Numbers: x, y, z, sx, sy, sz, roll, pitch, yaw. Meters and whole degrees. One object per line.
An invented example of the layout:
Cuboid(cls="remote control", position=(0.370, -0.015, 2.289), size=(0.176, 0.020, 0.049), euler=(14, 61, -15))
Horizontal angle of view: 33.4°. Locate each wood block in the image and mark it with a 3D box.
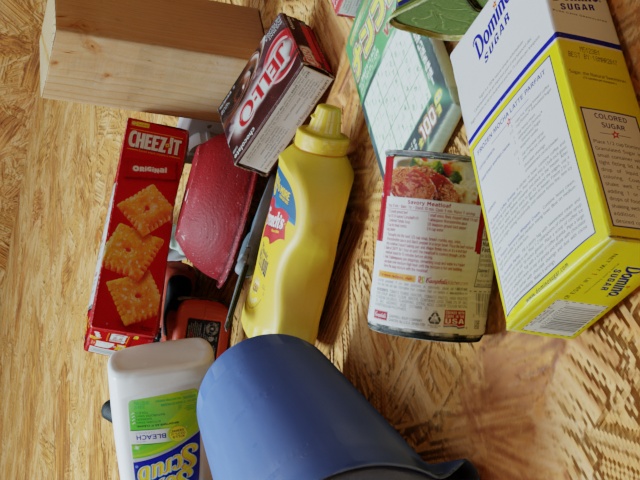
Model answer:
Cuboid(cls="wood block", position=(-0.165, -0.186, 1.053), size=(0.090, 0.205, 0.091), euler=(117, 150, -44))

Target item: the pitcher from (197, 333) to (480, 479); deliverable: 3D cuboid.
Cuboid(cls="pitcher", position=(-0.016, 0.155, 0.678), size=(0.243, 0.149, 0.145), euler=(-136, 55, -68))

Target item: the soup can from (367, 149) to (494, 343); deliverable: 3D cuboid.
Cuboid(cls="soup can", position=(0.065, 0.003, 0.606), size=(0.069, 0.068, 0.102), euler=(-168, 84, -69))

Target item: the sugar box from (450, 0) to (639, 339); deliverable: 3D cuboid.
Cuboid(cls="sugar box", position=(0.114, -0.050, 0.527), size=(0.093, 0.048, 0.176), euler=(125, 148, -52))

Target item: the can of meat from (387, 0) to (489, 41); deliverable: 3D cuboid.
Cuboid(cls="can of meat", position=(0.085, -0.169, 0.617), size=(0.102, 0.057, 0.084), euler=(176, 102, -68))

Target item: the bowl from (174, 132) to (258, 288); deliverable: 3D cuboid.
Cuboid(cls="bowl", position=(-0.100, -0.039, 1.007), size=(0.162, 0.055, 0.162), euler=(-166, 90, -80))

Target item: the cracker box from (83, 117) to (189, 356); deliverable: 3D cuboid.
Cuboid(cls="cracker box", position=(-0.189, 0.005, 1.097), size=(0.164, 0.072, 0.213), euler=(134, 145, -70))

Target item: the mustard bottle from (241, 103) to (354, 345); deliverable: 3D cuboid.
Cuboid(cls="mustard bottle", position=(-0.014, -0.012, 0.824), size=(0.096, 0.058, 0.192), euler=(-118, 39, -66))

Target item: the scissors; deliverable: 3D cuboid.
Cuboid(cls="scissors", position=(-0.056, 0.001, 0.905), size=(0.201, 0.016, 0.096), euler=(-92, 23, -75))

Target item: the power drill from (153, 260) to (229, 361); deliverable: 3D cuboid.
Cuboid(cls="power drill", position=(-0.154, 0.120, 1.145), size=(0.188, 0.057, 0.184), euler=(-168, 84, -69))

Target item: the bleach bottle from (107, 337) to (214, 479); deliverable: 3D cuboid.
Cuboid(cls="bleach bottle", position=(-0.141, 0.223, 1.027), size=(0.068, 0.102, 0.251), euler=(-119, 23, -69))

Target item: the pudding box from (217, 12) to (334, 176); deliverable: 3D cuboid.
Cuboid(cls="pudding box", position=(-0.040, -0.126, 0.916), size=(0.114, 0.039, 0.090), euler=(-55, 32, 27))
